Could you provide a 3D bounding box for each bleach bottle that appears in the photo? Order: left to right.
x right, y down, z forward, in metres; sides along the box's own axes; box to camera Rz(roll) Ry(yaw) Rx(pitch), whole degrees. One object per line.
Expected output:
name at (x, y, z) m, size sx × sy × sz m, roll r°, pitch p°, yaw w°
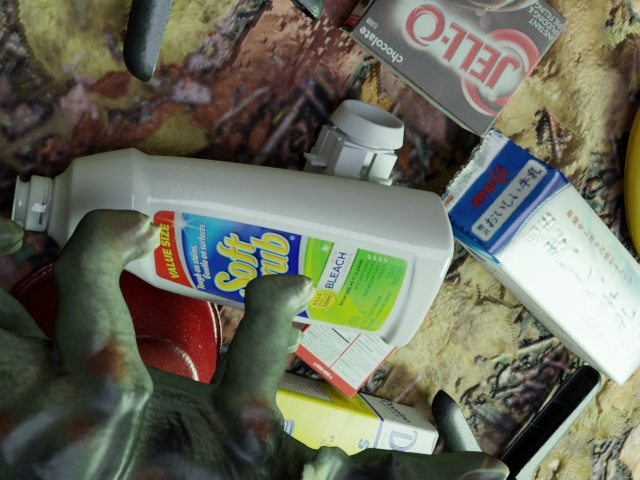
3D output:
bleach bottle at (-0.054, 0.001, 0.633) m, size 0.250 × 0.068 × 0.103 m, roll 8°, pitch 132°, yaw -16°

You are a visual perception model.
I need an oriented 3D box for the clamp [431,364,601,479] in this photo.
clamp at (0.133, 0.194, 0.864) m, size 0.164 × 0.036 × 0.210 m, roll 4°, pitch 114°, yaw -33°

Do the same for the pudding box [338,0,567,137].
pudding box at (0.082, -0.132, 0.659) m, size 0.113 × 0.039 × 0.090 m, roll 35°, pitch 94°, yaw -17°

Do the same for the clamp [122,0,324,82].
clamp at (-0.076, -0.171, 0.570) m, size 0.120 × 0.039 × 0.171 m, roll -34°, pitch 119°, yaw -16°

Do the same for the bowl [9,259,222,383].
bowl at (-0.126, 0.086, 0.657) m, size 0.161 × 0.055 × 0.162 m, roll -12°, pitch 118°, yaw -23°

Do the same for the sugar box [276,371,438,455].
sugar box at (-0.004, 0.150, 0.762) m, size 0.176 × 0.048 × 0.093 m, roll 21°, pitch 103°, yaw -33°

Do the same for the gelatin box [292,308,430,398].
gelatin box at (0.023, 0.054, 0.740) m, size 0.089 × 0.030 × 0.073 m, roll -48°, pitch 125°, yaw -1°
